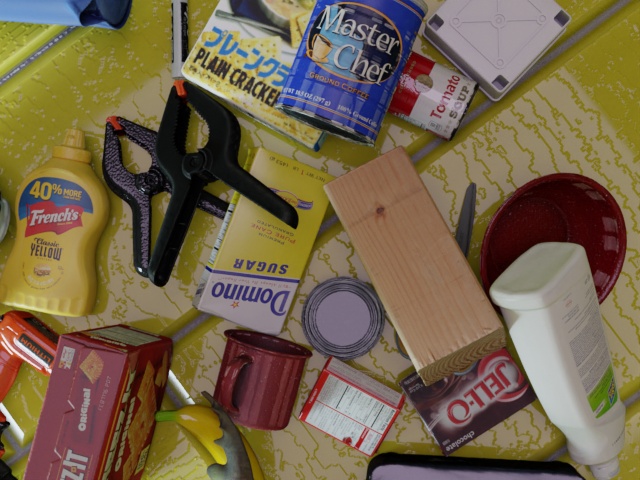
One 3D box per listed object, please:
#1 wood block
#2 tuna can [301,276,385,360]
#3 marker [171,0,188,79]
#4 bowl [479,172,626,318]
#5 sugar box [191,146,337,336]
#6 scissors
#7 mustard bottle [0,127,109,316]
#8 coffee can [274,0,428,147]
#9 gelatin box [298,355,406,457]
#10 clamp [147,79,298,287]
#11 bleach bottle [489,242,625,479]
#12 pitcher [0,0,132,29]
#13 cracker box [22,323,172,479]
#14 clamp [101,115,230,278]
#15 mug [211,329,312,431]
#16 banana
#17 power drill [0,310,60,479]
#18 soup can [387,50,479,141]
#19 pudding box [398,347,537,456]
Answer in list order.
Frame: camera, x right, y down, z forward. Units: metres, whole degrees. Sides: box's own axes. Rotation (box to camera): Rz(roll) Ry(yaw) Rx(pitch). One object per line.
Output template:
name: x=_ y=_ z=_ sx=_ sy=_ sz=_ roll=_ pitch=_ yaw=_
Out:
wood block: x=0.092 y=0.025 z=1.041 sx=0.091 sy=0.090 sz=0.206 roll=-27 pitch=69 yaw=3
tuna can: x=0.024 y=0.080 z=1.100 sx=0.086 sy=0.034 sz=0.086 roll=0 pitch=88 yaw=3
marker: x=-0.149 y=-0.231 z=1.127 sx=0.020 sy=0.020 sz=0.121 roll=-1 pitch=88 yaw=3
bowl: x=0.221 y=0.006 z=1.064 sx=0.162 sy=0.055 sz=0.162 roll=-5 pitch=106 yaw=-16
sugar box: x=-0.057 y=0.001 z=1.090 sx=0.093 sy=0.048 sz=0.176 roll=20 pitch=87 yaw=-16
scissors: x=0.120 y=0.040 z=1.088 sx=0.096 sy=0.016 sz=0.202 roll=-6 pitch=71 yaw=10
mustard bottle: x=-0.270 y=-0.021 z=1.107 sx=0.096 sy=0.058 sz=0.191 roll=10 pitch=88 yaw=8
coffee can: x=0.029 y=-0.172 z=1.009 sx=0.103 sy=0.103 sz=0.140 roll=21 pitch=90 yaw=3
gelatin box: x=0.032 y=0.169 z=1.083 sx=0.089 sy=0.030 sz=0.073 roll=27 pitch=122 yaw=4
clamp: x=-0.124 y=-0.064 z=1.065 sx=0.165 sy=0.036 sz=0.210 roll=-29 pitch=64 yaw=13
bleach bottle: x=0.242 y=0.131 z=1.031 sx=0.102 sy=0.068 sz=0.251 roll=-39 pitch=118 yaw=-36
pitcher: x=-0.317 y=-0.293 z=1.093 sx=0.243 sy=0.149 sz=0.145 roll=3 pitch=103 yaw=6
cracker box: x=-0.207 y=0.170 z=1.019 sx=0.072 sy=0.213 sz=0.164 roll=14 pitch=89 yaw=3
clamp: x=-0.164 y=-0.059 z=1.113 sx=0.120 sy=0.039 sz=0.171 roll=-22 pitch=85 yaw=-15
mug: x=-0.066 y=0.141 z=1.065 sx=0.093 sy=0.117 sz=0.081 roll=16 pitch=94 yaw=20
banana: x=-0.094 y=0.240 z=1.093 sx=0.069 sy=0.037 sz=0.198 roll=-33 pitch=95 yaw=-16
power drill: x=-0.322 y=0.181 z=1.103 sx=0.184 sy=0.057 sz=0.187 roll=39 pitch=90 yaw=2
soup can: x=0.102 y=-0.152 z=1.087 sx=0.102 sy=0.068 sz=0.068 roll=27 pitch=90 yaw=3
pudding box: x=0.149 y=0.151 z=1.087 sx=0.113 sy=0.039 sz=0.090 roll=-33 pitch=85 yaw=1
